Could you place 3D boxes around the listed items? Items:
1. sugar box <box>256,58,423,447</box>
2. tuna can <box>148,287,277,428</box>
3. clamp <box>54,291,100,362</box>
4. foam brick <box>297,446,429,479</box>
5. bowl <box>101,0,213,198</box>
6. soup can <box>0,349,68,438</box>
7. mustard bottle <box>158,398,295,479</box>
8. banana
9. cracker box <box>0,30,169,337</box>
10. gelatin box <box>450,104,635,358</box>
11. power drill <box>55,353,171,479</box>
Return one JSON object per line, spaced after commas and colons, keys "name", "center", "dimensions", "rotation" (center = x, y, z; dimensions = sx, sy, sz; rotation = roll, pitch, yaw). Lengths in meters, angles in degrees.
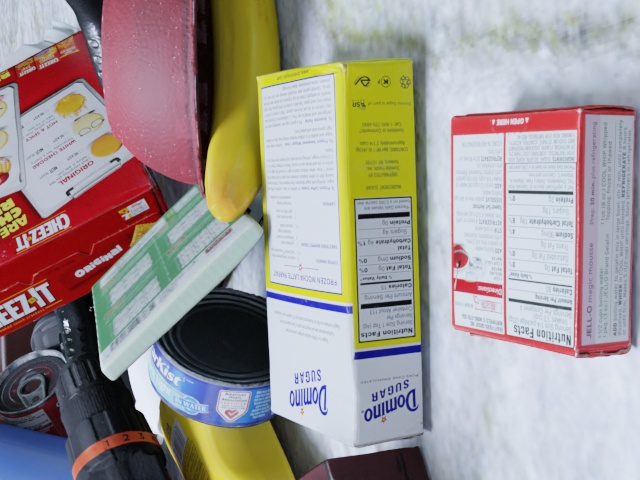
{"name": "sugar box", "center": [0.009, 0.004, 0.521], "dimensions": [0.093, 0.048, 0.176], "rotation": [7, 102, 63]}
{"name": "tuna can", "center": [-0.053, 0.064, 0.596], "dimensions": [0.086, 0.086, 0.034], "rotation": [53, 138, 46]}
{"name": "clamp", "center": [-0.189, 0.072, 0.839], "dimensions": [0.120, 0.039, 0.171], "rotation": [62, -172, -73]}
{"name": "foam brick", "center": [0.024, 0.142, 0.498], "dimensions": [0.051, 0.052, 0.078], "rotation": [-50, 49, 51]}
{"name": "bowl", "center": [-0.092, -0.105, 0.618], "dimensions": [0.162, 0.055, 0.162], "rotation": [179, 91, -88]}
{"name": "soup can", "center": [-0.217, 0.149, 0.881], "dimensions": [0.069, 0.068, 0.102], "rotation": [43, 161, 52]}
{"name": "mustard bottle", "center": [-0.037, 0.158, 0.604], "dimensions": [0.096, 0.058, 0.192], "rotation": [104, 148, -41]}
{"name": "banana", "center": [-0.047, -0.098, 0.590], "dimensions": [0.037, 0.069, 0.198], "rotation": [-11, 73, 22]}
{"name": "cracker box", "center": [-0.211, -0.044, 0.788], "dimensions": [0.214, 0.164, 0.072], "rotation": [59, 175, 43]}
{"name": "gelatin box", "center": [0.082, -0.004, 0.401], "dimensions": [0.073, 0.030, 0.089], "rotation": [6, 98, 60]}
{"name": "power drill", "center": [-0.105, 0.180, 0.654], "dimensions": [0.187, 0.057, 0.184], "rotation": [80, 165, -51]}
